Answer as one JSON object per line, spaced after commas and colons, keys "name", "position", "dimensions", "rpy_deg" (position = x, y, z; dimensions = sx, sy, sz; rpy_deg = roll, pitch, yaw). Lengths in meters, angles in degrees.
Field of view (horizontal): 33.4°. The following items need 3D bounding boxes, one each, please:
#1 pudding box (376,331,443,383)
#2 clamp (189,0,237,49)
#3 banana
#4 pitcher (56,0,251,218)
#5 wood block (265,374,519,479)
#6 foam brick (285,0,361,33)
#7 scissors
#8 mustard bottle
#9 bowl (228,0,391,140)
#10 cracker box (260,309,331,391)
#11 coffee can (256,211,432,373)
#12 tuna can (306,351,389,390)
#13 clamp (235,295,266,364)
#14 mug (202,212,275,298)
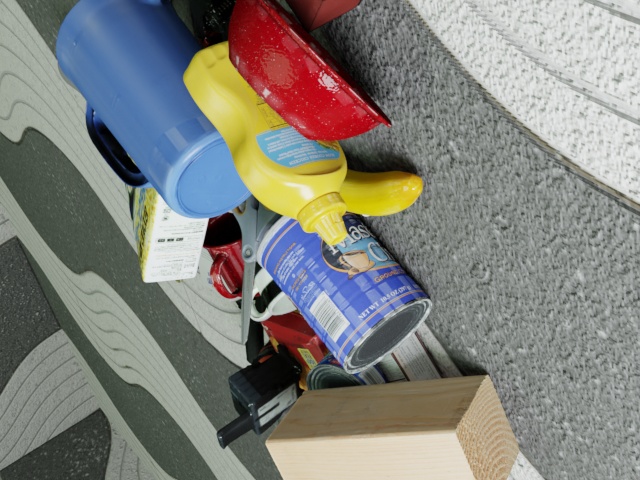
{"name": "pudding box", "position": [0.090, 0.142, 1.081], "dimensions": [0.113, 0.039, 0.090], "rpy_deg": [57, 159, -1]}
{"name": "clamp", "position": [-0.092, -0.222, 0.985], "dimensions": [0.120, 0.039, 0.172], "rpy_deg": [60, 160, -8]}
{"name": "banana", "position": [0.019, -0.054, 0.941], "dimensions": [0.198, 0.037, 0.069], "rpy_deg": [24, 158, 40]}
{"name": "pitcher", "position": [-0.155, -0.126, 1.042], "dimensions": [0.243, 0.145, 0.149], "rpy_deg": [53, 171, 34]}
{"name": "wood block", "position": [0.066, 0.193, 0.999], "dimensions": [0.206, 0.090, 0.091], "rpy_deg": [-11, 113, 35]}
{"name": "foam brick", "position": [-0.005, -0.206, 0.792], "dimensions": [0.078, 0.053, 0.051], "rpy_deg": [55, 160, 7]}
{"name": "scissors", "position": [-0.057, 0.001, 1.105], "dimensions": [0.096, 0.016, 0.202], "rpy_deg": [-15, 78, 32]}
{"name": "mustard bottle", "position": [-0.032, -0.079, 0.886], "dimensions": [0.192, 0.096, 0.058], "rpy_deg": [59, 135, 18]}
{"name": "bowl", "position": [-0.019, -0.128, 0.821], "dimensions": [0.162, 0.055, 0.162], "rpy_deg": [45, -171, -10]}
{"name": "cracker box", "position": [0.026, 0.169, 1.218], "dimensions": [0.164, 0.072, 0.213], "rpy_deg": [11, 130, 64]}
{"name": "coffee can", "position": [0.021, 0.038, 1.001], "dimensions": [0.140, 0.102, 0.103], "rpy_deg": [50, 158, 21]}
{"name": "tuna can", "position": [0.030, 0.152, 1.086], "dimensions": [0.086, 0.033, 0.086], "rpy_deg": [23, 133, 27]}
{"name": "clamp", "position": [-0.092, 0.083, 1.411], "dimensions": [0.164, 0.036, 0.210], "rpy_deg": [66, 157, 1]}
{"name": "mug", "position": [-0.088, 0.019, 1.219], "dimensions": [0.093, 0.117, 0.081], "rpy_deg": [-5, 125, 32]}
